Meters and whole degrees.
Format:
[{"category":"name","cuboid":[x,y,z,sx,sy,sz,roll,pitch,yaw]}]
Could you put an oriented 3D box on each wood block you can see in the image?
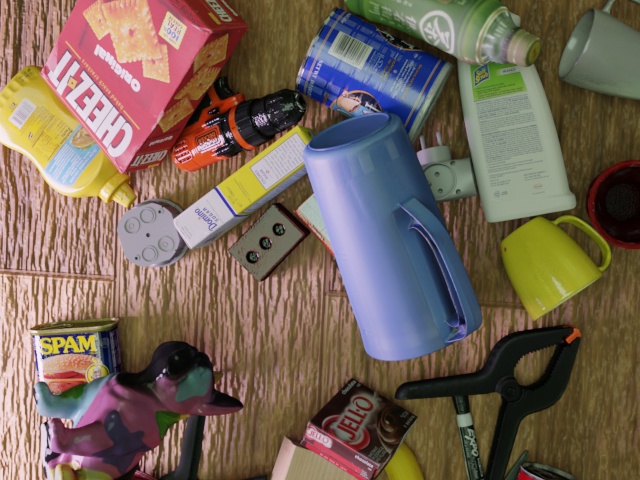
[{"category":"wood block","cuboid":[-0.026,0.333,1.184,0.090,0.090,0.206,19,84,-7]}]

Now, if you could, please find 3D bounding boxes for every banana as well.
[{"category":"banana","cuboid":[0.092,0.305,1.224,0.070,0.037,0.198,-11,91,33]}]

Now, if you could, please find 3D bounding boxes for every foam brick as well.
[{"category":"foam brick","cuboid":[-0.058,0.001,1.209,0.053,0.051,0.078,44,98,3]}]

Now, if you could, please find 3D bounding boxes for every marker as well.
[{"category":"marker","cuboid":[0.168,0.227,1.214,0.020,0.020,0.121,-11,93,8]}]

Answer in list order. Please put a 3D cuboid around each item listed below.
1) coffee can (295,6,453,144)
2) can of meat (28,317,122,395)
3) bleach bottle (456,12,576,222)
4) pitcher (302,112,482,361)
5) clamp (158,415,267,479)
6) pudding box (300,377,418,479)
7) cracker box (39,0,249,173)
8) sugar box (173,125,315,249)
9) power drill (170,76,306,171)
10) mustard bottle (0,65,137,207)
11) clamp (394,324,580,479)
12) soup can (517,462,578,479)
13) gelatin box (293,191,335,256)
[{"category":"coffee can","cuboid":[0.058,-0.176,1.155,0.140,0.102,0.103,28,97,5]},{"category":"can of meat","cuboid":[-0.283,0.138,1.247,0.102,0.057,0.084,-4,96,7]},{"category":"bleach bottle","cuboid":[0.206,-0.150,1.159,0.102,0.068,0.251,-10,91,10]},{"category":"pitcher","cuboid":[0.077,-0.004,1.110,0.149,0.145,0.243,-15,111,19]},{"category":"clamp","cuboid":[-0.154,0.283,1.248,0.171,0.039,0.120,-41,71,14]},{"category":"pudding box","cuboid":[0.044,0.209,1.173,0.090,0.113,0.039,30,118,15]},{"category":"cracker box","cuboid":[-0.195,-0.203,1.145,0.164,0.071,0.214,50,125,15]},{"category":"sugar box","cuboid":[-0.077,-0.059,1.186,0.176,0.093,0.048,-34,88,8]},{"category":"power drill","cuboid":[-0.114,-0.185,1.173,0.185,0.057,0.187,-20,88,33]},{"category":"mustard bottle","cuboid":[-0.287,-0.107,1.227,0.191,0.058,0.096,41,100,3]},{"category":"clamp","cuboid":[0.197,0.161,1.183,0.164,0.036,0.210,42,91,-7]},{"category":"soup can","cuboid":[0.242,0.307,1.185,0.068,0.068,0.102,15,96,6]},{"category":"gelatin box","cuboid":[0.026,-0.036,1.207,0.089,0.030,0.073,-43,87,8]}]
